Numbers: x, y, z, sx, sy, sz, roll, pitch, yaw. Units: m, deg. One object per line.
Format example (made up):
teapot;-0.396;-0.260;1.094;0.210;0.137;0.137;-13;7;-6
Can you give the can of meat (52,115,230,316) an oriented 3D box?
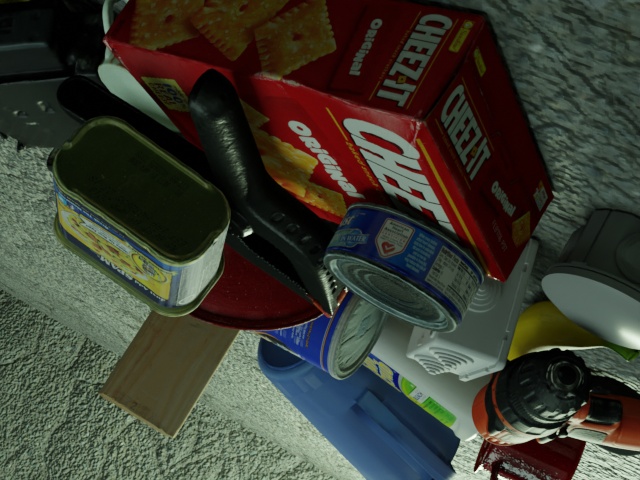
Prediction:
can of meat;-0.101;-0.013;0.597;0.102;0.057;0.084;35;157;4

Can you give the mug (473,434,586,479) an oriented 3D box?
mug;0.196;0.200;1.000;0.081;0.117;0.093;24;131;8

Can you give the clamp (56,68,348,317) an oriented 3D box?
clamp;-0.056;-0.028;0.627;0.165;0.036;0.209;15;154;46

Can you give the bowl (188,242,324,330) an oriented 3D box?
bowl;-0.056;0.001;0.855;0.162;0.161;0.055;25;128;23

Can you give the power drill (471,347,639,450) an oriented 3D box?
power drill;0.202;0.112;0.696;0.187;0.057;0.184;10;165;0

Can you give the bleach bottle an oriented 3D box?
bleach bottle;0.058;0.096;1.031;0.251;0.068;0.102;32;165;6

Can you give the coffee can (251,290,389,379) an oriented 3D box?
coffee can;-0.019;0.046;0.940;0.140;0.102;0.102;25;164;22

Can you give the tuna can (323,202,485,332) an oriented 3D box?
tuna can;0.045;0.016;0.590;0.086;0.033;0.086;28;165;8

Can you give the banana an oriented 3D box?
banana;0.167;0.083;0.788;0.070;0.037;0.198;59;165;12

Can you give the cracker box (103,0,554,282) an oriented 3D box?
cracker box;0.006;-0.067;0.600;0.214;0.072;0.164;20;162;33

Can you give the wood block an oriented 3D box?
wood block;-0.144;0.101;1.155;0.090;0.206;0.091;34;165;-7

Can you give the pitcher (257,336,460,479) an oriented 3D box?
pitcher;0.046;0.169;1.155;0.149;0.145;0.242;-16;133;33
